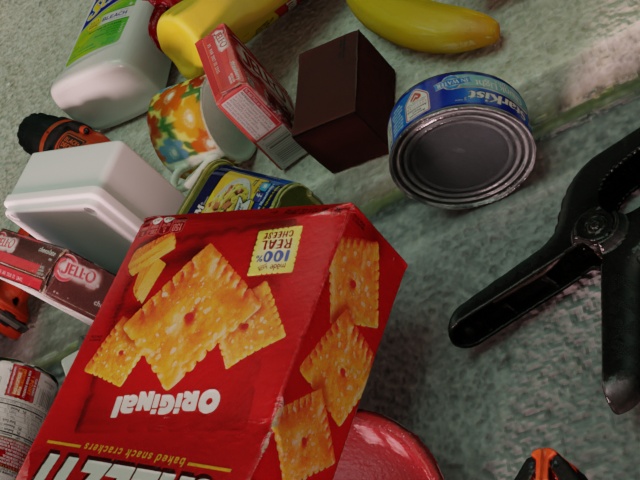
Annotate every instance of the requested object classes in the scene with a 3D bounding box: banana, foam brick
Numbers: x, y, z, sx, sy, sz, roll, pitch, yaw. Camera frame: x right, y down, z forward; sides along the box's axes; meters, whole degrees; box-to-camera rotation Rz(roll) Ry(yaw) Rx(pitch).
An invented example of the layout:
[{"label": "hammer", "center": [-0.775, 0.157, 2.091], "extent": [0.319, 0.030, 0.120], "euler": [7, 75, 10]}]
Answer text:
[{"label": "banana", "center": [0.059, -0.178, 0.777], "extent": [0.070, 0.037, 0.198], "euler": [-41, 42, 10]}, {"label": "foam brick", "center": [0.017, -0.096, 0.741], "extent": [0.053, 0.051, 0.078], "euler": [-17, 50, 30]}]

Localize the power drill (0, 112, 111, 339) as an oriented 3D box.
[{"label": "power drill", "center": [-0.249, -0.021, 0.911], "extent": [0.185, 0.057, 0.187], "euler": [24, 78, 48]}]

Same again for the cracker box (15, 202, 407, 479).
[{"label": "cracker box", "center": [-0.065, 0.085, 0.573], "extent": [0.164, 0.072, 0.213], "euler": [-1, 55, 39]}]

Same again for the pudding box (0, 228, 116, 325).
[{"label": "pudding box", "center": [-0.169, 0.035, 0.757], "extent": [0.090, 0.113, 0.039], "euler": [15, 74, 46]}]

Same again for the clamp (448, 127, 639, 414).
[{"label": "clamp", "center": [0.142, 0.005, 0.568], "extent": [0.120, 0.039, 0.171], "euler": [12, 63, 40]}]

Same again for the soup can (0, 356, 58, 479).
[{"label": "soup can", "center": [-0.233, 0.143, 0.766], "extent": [0.069, 0.068, 0.102], "euler": [-14, 52, 33]}]

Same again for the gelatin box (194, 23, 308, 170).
[{"label": "gelatin box", "center": [-0.048, -0.104, 0.772], "extent": [0.030, 0.089, 0.073], "euler": [-33, 47, 13]}]

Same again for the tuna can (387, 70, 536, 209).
[{"label": "tuna can", "center": [0.082, -0.059, 0.631], "extent": [0.086, 0.086, 0.033], "euler": [-24, 45, 26]}]

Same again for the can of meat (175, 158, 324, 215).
[{"label": "can of meat", "center": [-0.055, 0.001, 0.727], "extent": [0.084, 0.057, 0.102], "euler": [16, 72, 44]}]

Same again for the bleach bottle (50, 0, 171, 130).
[{"label": "bleach bottle", "center": [-0.171, -0.224, 0.993], "extent": [0.103, 0.068, 0.250], "euler": [-17, 48, 30]}]

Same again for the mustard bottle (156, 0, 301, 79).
[{"label": "mustard bottle", "center": [-0.038, -0.204, 0.841], "extent": [0.191, 0.058, 0.096], "euler": [-40, 4, -14]}]
